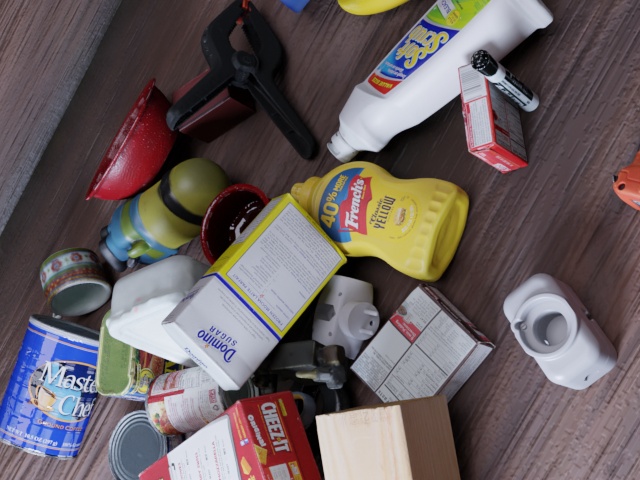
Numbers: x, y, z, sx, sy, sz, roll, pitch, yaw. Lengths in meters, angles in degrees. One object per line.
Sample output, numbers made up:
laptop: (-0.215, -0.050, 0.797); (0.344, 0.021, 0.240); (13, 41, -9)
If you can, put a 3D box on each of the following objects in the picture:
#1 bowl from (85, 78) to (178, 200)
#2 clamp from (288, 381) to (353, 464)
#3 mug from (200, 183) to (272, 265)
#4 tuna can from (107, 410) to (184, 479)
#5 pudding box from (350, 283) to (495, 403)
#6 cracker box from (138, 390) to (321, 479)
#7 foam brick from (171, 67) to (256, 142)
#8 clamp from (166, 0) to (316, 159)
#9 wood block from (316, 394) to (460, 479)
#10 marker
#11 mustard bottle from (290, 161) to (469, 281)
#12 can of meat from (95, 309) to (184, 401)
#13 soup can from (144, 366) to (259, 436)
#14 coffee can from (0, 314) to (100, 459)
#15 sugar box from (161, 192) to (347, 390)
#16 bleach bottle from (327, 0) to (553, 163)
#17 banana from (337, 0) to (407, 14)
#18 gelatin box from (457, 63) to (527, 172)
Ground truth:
bowl: (-0.210, -0.105, 1.235); (0.162, 0.055, 0.162); (-53, 17, 24)
clamp: (0.004, 0.199, 1.046); (0.120, 0.039, 0.171); (1, 78, 33)
mug: (-0.057, 0.001, 1.114); (0.117, 0.081, 0.093); (38, 100, 35)
tuna can: (-0.191, 0.231, 1.172); (0.086, 0.033, 0.086); (-10, 72, 32)
pudding box: (0.095, 0.111, 1.009); (0.090, 0.039, 0.113); (46, 107, 31)
cracker box: (-0.079, 0.260, 1.017); (0.214, 0.071, 0.164); (-42, 62, 45)
foam brick: (-0.122, -0.157, 1.219); (0.078, 0.052, 0.051); (-29, 63, 23)
clamp: (-0.077, -0.181, 1.173); (0.036, 0.164, 0.210); (128, 154, -49)
wood block: (0.070, 0.246, 0.934); (0.090, 0.090, 0.206); (-14, 82, 32)
marker: (0.169, -0.146, 0.976); (0.020, 0.120, 0.020); (-10, 72, 32)
mustard bottle: (0.048, -0.029, 1.065); (0.192, 0.058, 0.096); (18, 85, 36)
can of meat: (-0.198, 0.127, 1.174); (0.058, 0.083, 0.102); (-6, 74, 33)
soup can: (-0.124, 0.166, 1.124); (0.102, 0.068, 0.068); (-15, 69, 30)
coffee can: (-0.305, 0.167, 1.225); (0.103, 0.102, 0.140); (18, 88, 36)
sugar box: (-0.062, 0.048, 1.020); (0.176, 0.093, 0.048); (-48, 14, -23)
bleach bottle: (0.105, -0.166, 1.054); (0.251, 0.068, 0.102); (-43, 37, 19)
banana: (0.090, -0.285, 1.118); (0.198, 0.037, 0.069); (-22, 67, 28)
gelatin box: (0.161, -0.115, 1.003); (0.030, 0.073, 0.089); (-16, 70, 31)
